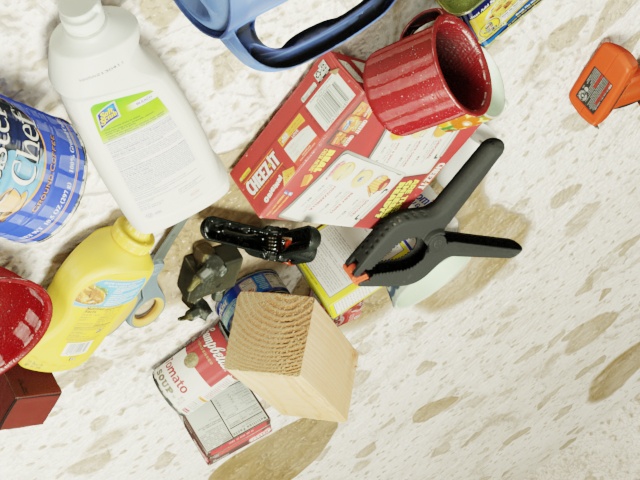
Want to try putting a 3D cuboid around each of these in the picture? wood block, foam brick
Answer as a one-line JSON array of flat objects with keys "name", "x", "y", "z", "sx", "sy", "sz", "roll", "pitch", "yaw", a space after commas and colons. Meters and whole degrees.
[{"name": "wood block", "x": -0.028, "y": 0.136, "z": 1.219, "sx": 0.090, "sy": 0.091, "sz": 0.206, "roll": 4, "pitch": 159, "yaw": 18}, {"name": "foam brick", "x": -0.298, "y": 0.137, "z": 1.042, "sx": 0.052, "sy": 0.078, "sz": 0.051, "roll": -1, "pitch": 137, "yaw": -44}]

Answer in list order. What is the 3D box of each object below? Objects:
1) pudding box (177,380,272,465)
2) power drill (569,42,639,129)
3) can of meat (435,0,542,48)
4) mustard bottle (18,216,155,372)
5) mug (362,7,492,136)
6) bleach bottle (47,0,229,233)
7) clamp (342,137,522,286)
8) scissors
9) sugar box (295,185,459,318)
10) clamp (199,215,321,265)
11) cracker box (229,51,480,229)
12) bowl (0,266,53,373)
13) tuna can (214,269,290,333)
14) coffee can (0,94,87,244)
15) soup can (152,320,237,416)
[{"name": "pudding box", "x": -0.124, "y": 0.206, "z": 1.305, "sx": 0.090, "sy": 0.114, "sz": 0.039, "roll": -26, "pitch": 148, "yaw": -18}, {"name": "power drill", "x": 0.404, "y": -0.214, "z": 1.295, "sx": 0.187, "sy": 0.057, "sz": 0.185, "roll": -16, "pitch": 147, "yaw": -32}, {"name": "can of meat", "x": 0.159, "y": -0.235, "z": 0.990, "sx": 0.102, "sy": 0.057, "sz": 0.083, "roll": -39, "pitch": 155, "yaw": 8}, {"name": "mustard bottle", "x": -0.212, "y": 0.043, "z": 1.009, "sx": 0.192, "sy": 0.058, "sz": 0.096, "roll": -49, "pitch": 154, "yaw": 25}, {"name": "mug", "x": 0.091, "y": -0.151, "z": 0.939, "sx": 0.082, "sy": 0.117, "sz": 0.093, "roll": -18, "pitch": 152, "yaw": 37}, {"name": "bleach bottle", "x": -0.146, "y": -0.106, "z": 0.848, "sx": 0.102, "sy": 0.068, "sz": 0.251, "roll": -30, "pitch": 150, "yaw": -10}, {"name": "clamp", "x": 0.121, "y": -0.016, "z": 1.146, "sx": 0.209, "sy": 0.036, "sz": 0.164, "roll": -20, "pitch": 129, "yaw": -12}, {"name": "scissors", "x": -0.163, "y": 0.032, "z": 1.095, "sx": 0.202, "sy": 0.016, "sz": 0.096, "roll": -45, "pitch": 153, "yaw": 17}, {"name": "sugar box", "x": 0.061, "y": 0.002, "z": 1.214, "sx": 0.176, "sy": 0.093, "sz": 0.048, "roll": -31, "pitch": 153, "yaw": -8}, {"name": "clamp", "x": -0.057, "y": 0.001, "z": 1.105, "sx": 0.171, "sy": 0.120, "sz": 0.039, "roll": 84, "pitch": 19, "yaw": -80}, {"name": "cracker box", "x": 0.038, "y": -0.093, "z": 1.063, "sx": 0.213, "sy": 0.072, "sz": 0.164, "roll": 3, "pitch": 134, "yaw": -52}, {"name": "bowl", "x": -0.320, "y": 0.068, "z": 0.933, "sx": 0.162, "sy": 0.055, "sz": 0.162, "roll": -27, "pitch": 151, "yaw": -16}, {"name": "tuna can", "x": -0.077, "y": 0.074, "z": 1.237, "sx": 0.086, "sy": 0.034, "sz": 0.086, "roll": -27, "pitch": 151, "yaw": -16}, {"name": "coffee can", "x": -0.250, "y": -0.059, "z": 0.757, "sx": 0.103, "sy": 0.103, "sz": 0.140, "roll": -43, "pitch": 152, "yaw": 15}, {"name": "soup can", "x": -0.138, "y": 0.151, "z": 1.253, "sx": 0.102, "sy": 0.068, "sz": 0.068, "roll": -36, "pitch": 153, "yaw": 2}]
